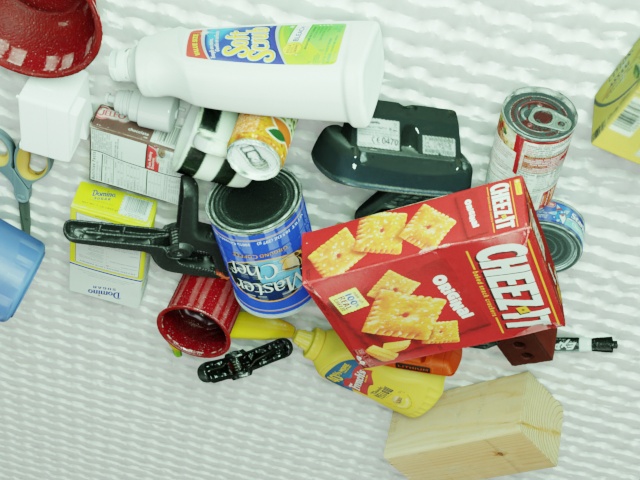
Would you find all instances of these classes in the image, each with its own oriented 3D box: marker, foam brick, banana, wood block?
[{"bbox_3d":[0.282,0.121,1.237,0.121,0.020,0.020,-2,138,22],"label":"marker"},{"bbox_3d":[0.226,0.098,1.203,0.053,0.051,0.078,-14,133,33],"label":"foam brick"},{"bbox_3d":[-0.128,0.114,1.363,0.198,0.037,0.069,-11,153,32],"label":"banana"},{"bbox_3d":[0.194,0.246,1.365,0.207,0.090,0.090,-20,129,37],"label":"wood block"}]

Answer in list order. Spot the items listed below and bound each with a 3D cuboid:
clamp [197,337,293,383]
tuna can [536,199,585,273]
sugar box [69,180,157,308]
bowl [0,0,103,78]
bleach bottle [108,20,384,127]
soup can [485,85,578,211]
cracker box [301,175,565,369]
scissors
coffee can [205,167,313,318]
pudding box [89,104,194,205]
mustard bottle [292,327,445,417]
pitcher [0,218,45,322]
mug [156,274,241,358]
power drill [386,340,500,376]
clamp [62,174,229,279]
[{"bbox_3d":[-0.112,0.160,1.352,0.120,0.039,0.172,-9,168,-22],"label":"clamp"},{"bbox_3d":[0.227,-0.003,1.094,0.086,0.033,0.086,10,141,8],"label":"tuna can"},{"bbox_3d":[-0.248,0.008,1.266,0.093,0.048,0.176,16,145,-3],"label":"sugar box"},{"bbox_3d":[-0.268,-0.227,0.978,0.162,0.055,0.162,10,141,8],"label":"bowl"},{"bbox_3d":[-0.074,-0.153,0.962,0.251,0.102,0.068,3,134,15],"label":"bleach bottle"},{"bbox_3d":[0.192,-0.082,0.983,0.068,0.068,0.102,11,142,6],"label":"soup can"},{"bbox_3d":[0.109,0.039,1.011,0.214,0.072,0.164,-14,139,16],"label":"cracker box"},{"bbox_3d":[-0.362,-0.068,1.237,0.096,0.016,0.202,27,141,-11],"label":"scissors"},{"bbox_3d":[-0.058,0.001,1.144,0.103,0.102,0.140,3,140,15],"label":"coffee can"},{"bbox_3d":[-0.188,-0.089,1.132,0.113,0.039,0.090,18,143,1],"label":"pudding box"},{"bbox_3d":[0.054,0.156,1.329,0.191,0.058,0.096,25,146,-11],"label":"mustard bottle"},{"bbox_3d":[-0.458,-0.001,1.266,0.242,0.149,0.145,28,128,-14],"label":"pitcher"},{"bbox_3d":[-0.144,0.087,1.291,0.093,0.081,0.117,28,138,-9],"label":"mug"},{"bbox_3d":[0.115,0.103,1.191,0.184,0.057,0.187,11,162,15],"label":"power drill"},{"bbox_3d":[-0.153,-0.006,1.175,0.165,0.036,0.209,-22,150,28],"label":"clamp"}]
